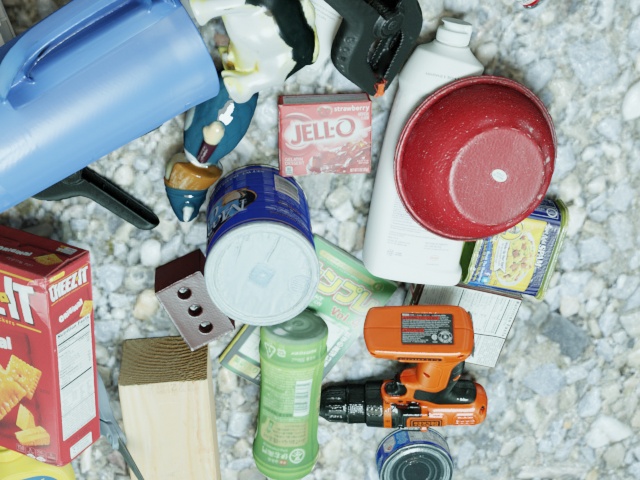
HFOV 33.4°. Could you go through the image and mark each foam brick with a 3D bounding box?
[{"bbox_3d":[-0.125,0.059,1.071,0.053,0.051,0.078,-26,115,7],"label":"foam brick"}]

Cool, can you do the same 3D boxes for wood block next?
[{"bbox_3d":[-0.154,0.212,1.121,0.090,0.091,0.206,-4,116,-4],"label":"wood block"}]

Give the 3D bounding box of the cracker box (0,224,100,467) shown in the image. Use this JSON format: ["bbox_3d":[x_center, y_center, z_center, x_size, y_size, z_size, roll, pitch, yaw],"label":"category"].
[{"bbox_3d":[-0.302,0.097,1.027,0.164,0.072,0.214,14,119,22],"label":"cracker box"}]

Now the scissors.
[{"bbox_3d":[-0.210,0.204,1.074,0.016,0.202,0.096,-14,144,-29],"label":"scissors"}]

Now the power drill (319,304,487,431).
[{"bbox_3d":[0.082,0.135,1.086,0.184,0.057,0.188,-2,146,2],"label":"power drill"}]

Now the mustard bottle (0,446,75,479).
[{"bbox_3d":[-0.310,0.276,1.157,0.096,0.058,0.191,-15,116,1],"label":"mustard bottle"}]

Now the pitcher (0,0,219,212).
[{"bbox_3d":[-0.215,-0.123,0.878,0.242,0.145,0.149,-35,123,-14],"label":"pitcher"}]

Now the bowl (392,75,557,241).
[{"bbox_3d":[0.151,-0.065,0.970,0.162,0.055,0.162,-5,112,-12],"label":"bowl"}]

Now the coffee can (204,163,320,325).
[{"bbox_3d":[-0.057,0.001,0.999,0.102,0.140,0.103,-2,116,-4],"label":"coffee can"}]

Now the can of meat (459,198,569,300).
[{"bbox_3d":[0.191,0.003,1.068,0.084,0.057,0.102,10,114,-7],"label":"can of meat"}]

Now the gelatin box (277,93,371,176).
[{"bbox_3d":[0.004,-0.101,1.017,0.089,0.030,0.073,-2,116,-4],"label":"gelatin box"}]

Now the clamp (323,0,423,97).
[{"bbox_3d":[0.043,-0.194,0.911,0.164,0.036,0.210,-28,154,-25],"label":"clamp"}]

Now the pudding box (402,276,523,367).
[{"bbox_3d":[0.143,0.078,1.111,0.113,0.039,0.090,12,115,-12],"label":"pudding box"}]

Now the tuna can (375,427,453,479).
[{"bbox_3d":[0.106,0.252,1.194,0.086,0.034,0.086,-2,116,-4],"label":"tuna can"}]

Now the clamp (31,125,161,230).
[{"bbox_3d":[-0.227,-0.063,1.011,0.171,0.039,0.120,-1,112,3],"label":"clamp"}]

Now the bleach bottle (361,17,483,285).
[{"bbox_3d":[0.110,-0.084,1.017,0.102,0.068,0.251,7,112,-11],"label":"bleach bottle"}]
